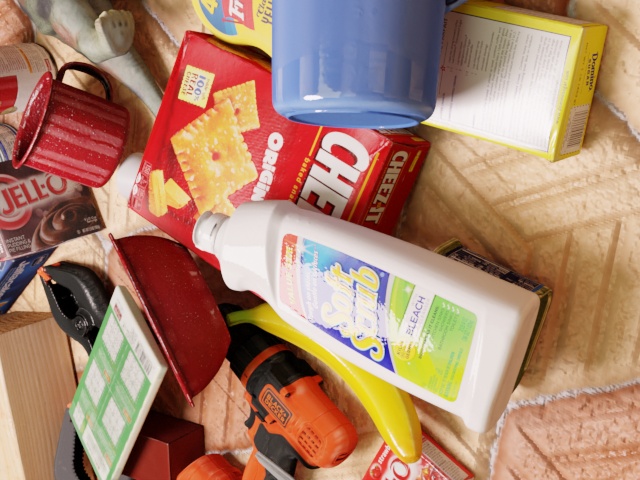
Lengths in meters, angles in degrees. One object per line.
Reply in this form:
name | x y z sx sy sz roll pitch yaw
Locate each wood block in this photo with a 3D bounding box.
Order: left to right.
wood block | -0.318 0.187 1.140 0.090 0.090 0.206 -1 102 38

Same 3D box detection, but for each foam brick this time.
foam brick | -0.158 0.205 1.046 0.078 0.051 0.053 10 108 35

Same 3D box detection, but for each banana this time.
banana | 0.016 0.104 0.874 0.198 0.069 0.037 34 151 20

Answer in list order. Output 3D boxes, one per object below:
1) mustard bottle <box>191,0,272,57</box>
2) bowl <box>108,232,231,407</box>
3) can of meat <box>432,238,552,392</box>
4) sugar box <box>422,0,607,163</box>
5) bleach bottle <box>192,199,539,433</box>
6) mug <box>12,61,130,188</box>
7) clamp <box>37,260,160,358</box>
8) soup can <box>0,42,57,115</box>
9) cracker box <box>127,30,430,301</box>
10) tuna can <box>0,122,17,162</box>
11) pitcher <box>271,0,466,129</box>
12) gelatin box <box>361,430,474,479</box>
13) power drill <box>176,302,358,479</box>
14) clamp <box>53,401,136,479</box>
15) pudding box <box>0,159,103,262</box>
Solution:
mustard bottle | -0.048 -0.198 0.843 0.192 0.058 0.096 31 114 28
bowl | -0.119 0.056 0.894 0.162 0.055 0.162 61 170 18
can of meat | 0.115 0.062 0.791 0.084 0.057 0.102 27 118 26
sugar box | 0.105 -0.123 0.754 0.176 0.048 0.093 23 114 35
bleach bottle | 0.020 0.040 0.755 0.251 0.068 0.103 21 108 20
mug | -0.225 -0.108 0.981 0.093 0.081 0.117 -24 52 56
clamp | -0.220 0.078 1.067 0.171 0.039 0.120 51 123 14
soup can | -0.315 -0.155 1.034 0.069 0.102 0.068 11 109 35
cracker box | -0.043 -0.051 0.856 0.214 0.072 0.164 32 110 28
tuna can | -0.343 -0.079 1.121 0.086 0.033 0.086 12 109 35
pitcher | 0.038 -0.199 0.700 0.149 0.144 0.243 2 90 46
gelatin box | 0.074 0.204 0.879 0.073 0.030 0.089 40 123 22
power drill | -0.065 0.172 0.960 0.185 0.057 0.188 46 127 28
clamp | -0.210 0.263 1.095 0.165 0.036 0.210 -15 82 11
pudding box | -0.277 -0.035 1.031 0.039 0.113 0.090 -19 91 43
